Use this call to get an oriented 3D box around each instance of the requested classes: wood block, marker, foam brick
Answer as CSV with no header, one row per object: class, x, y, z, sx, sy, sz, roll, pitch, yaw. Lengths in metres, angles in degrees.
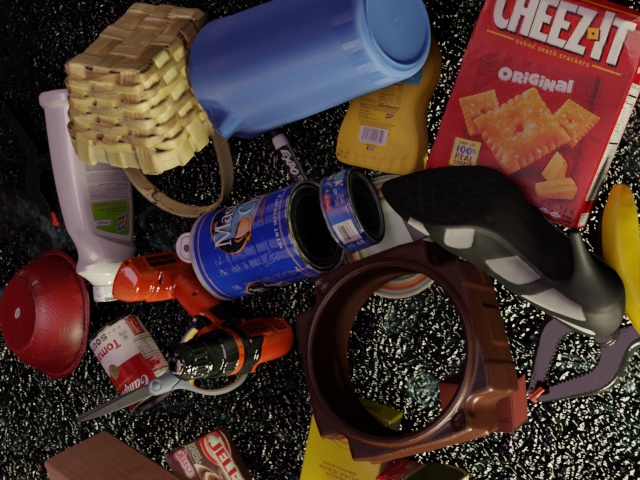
wood block,-0.227,0.305,1.234,0.206,0.090,0.091,14,121,51
marker,-0.034,-0.088,1.196,0.020,0.020,0.121,-30,82,25
foam brick,0.169,0.167,1.104,0.078,0.051,0.053,-3,95,26

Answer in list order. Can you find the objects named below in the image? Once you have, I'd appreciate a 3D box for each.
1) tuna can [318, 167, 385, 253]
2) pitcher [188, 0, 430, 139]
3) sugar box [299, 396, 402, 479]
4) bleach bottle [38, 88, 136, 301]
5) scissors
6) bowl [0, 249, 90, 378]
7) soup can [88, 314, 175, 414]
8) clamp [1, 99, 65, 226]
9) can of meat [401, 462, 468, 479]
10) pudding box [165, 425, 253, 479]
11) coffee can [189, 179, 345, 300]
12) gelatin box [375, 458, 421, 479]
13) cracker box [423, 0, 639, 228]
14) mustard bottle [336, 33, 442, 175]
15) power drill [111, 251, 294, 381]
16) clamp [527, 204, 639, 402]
tuna can,0.034,-0.032,1.108,0.034,0.086,0.086,-20,86,24
pitcher,-0.008,-0.199,1.079,0.243,0.144,0.149,-10,94,45
sugar box,0.026,0.262,1.186,0.093,0.048,0.176,15,100,24
bleach bottle,-0.272,-0.052,1.270,0.068,0.102,0.251,0,95,47
scissors,-0.186,0.150,1.241,0.201,0.016,0.096,-8,73,-6
bowl,-0.350,0.091,1.318,0.162,0.055,0.162,-2,87,46
soup can,-0.224,0.148,1.285,0.069,0.068,0.102,-40,77,23
clamp,-0.345,-0.105,1.335,0.120,0.039,0.171,5,97,27
can of meat,0.114,0.285,1.115,0.058,0.102,0.084,12,98,24
pudding box,-0.120,0.279,1.234,0.039,0.089,0.113,-31,82,26
coffee can,-0.058,0.001,1.159,0.141,0.102,0.103,-16,88,35
gelatin box,0.078,0.286,1.147,0.030,0.073,0.089,14,100,23
cracker box,0.216,-0.138,1.041,0.164,0.072,0.214,24,104,21
mustard bottle,0.077,-0.169,1.113,0.096,0.058,0.192,15,102,30
power drill,-0.145,0.085,1.187,0.188,0.184,0.057,36,113,28
clamp,0.276,0.076,1.052,0.210,0.036,0.164,-42,75,19
